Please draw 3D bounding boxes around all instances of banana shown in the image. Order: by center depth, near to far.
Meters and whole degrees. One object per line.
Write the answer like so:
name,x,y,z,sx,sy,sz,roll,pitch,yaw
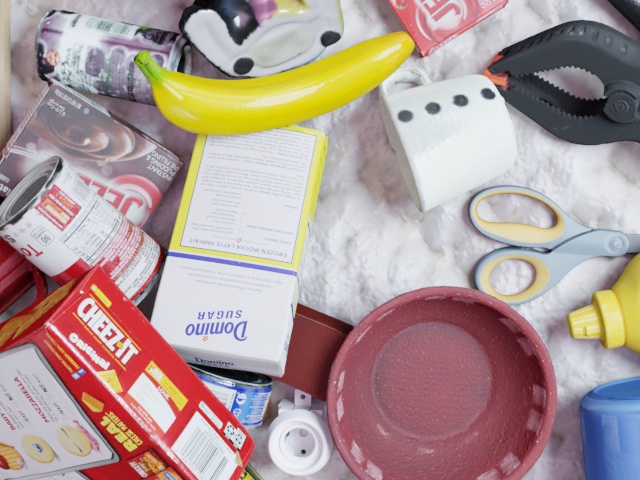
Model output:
banana,-0.030,-0.104,0.729,0.197,0.070,0.037,-10,62,-21

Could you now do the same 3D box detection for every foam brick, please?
foam brick,-0.020,0.075,0.779,0.078,0.051,0.053,24,95,3

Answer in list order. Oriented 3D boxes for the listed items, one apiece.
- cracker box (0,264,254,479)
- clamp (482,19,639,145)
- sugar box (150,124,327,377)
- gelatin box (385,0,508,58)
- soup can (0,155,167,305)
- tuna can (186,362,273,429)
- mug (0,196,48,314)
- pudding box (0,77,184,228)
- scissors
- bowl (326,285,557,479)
cracker box,-0.173,0.129,0.725,0.214,0.072,0.164,-28,109,38
clamp,0.212,-0.106,0.712,0.210,0.036,0.164,20,138,21
sugar box,-0.055,0.001,0.746,0.093,0.048,0.176,9,70,6
gelatin box,0.080,-0.187,0.761,0.073,0.030,0.089,-32,90,7
soup can,-0.164,-0.001,0.732,0.068,0.068,0.102,-42,115,7
tuna can,-0.078,0.104,0.769,0.086,0.086,0.034,19,94,4
mug,-0.238,0.018,0.772,0.081,0.093,0.117,-41,63,2
pudding box,-0.170,-0.051,0.771,0.113,0.039,0.090,33,96,-21
scissors,0.199,0.019,0.772,0.202,0.016,0.096,18,97,4
bowl,0.083,0.108,0.763,0.162,0.055,0.162,0,98,-2
